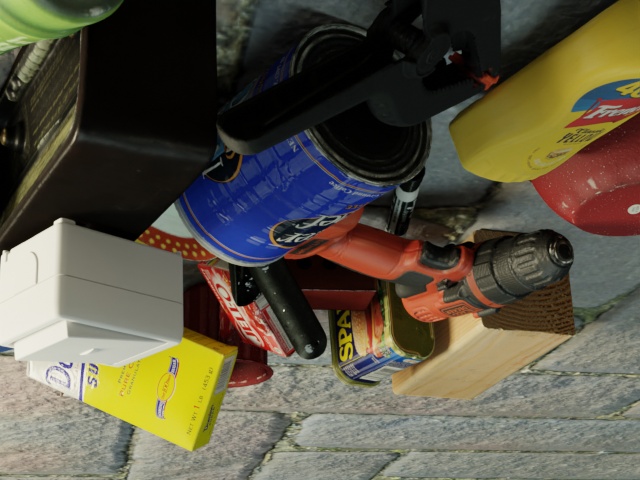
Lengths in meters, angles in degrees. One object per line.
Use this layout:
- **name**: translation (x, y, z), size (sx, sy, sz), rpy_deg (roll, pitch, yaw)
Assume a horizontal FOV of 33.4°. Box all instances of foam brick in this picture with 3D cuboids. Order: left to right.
- **foam brick**: translation (0.004, 0.028, 0.913), size (0.078, 0.053, 0.051), rpy_deg (1, 157, -9)

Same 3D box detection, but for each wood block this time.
- **wood block**: translation (0.141, 0.074, 0.983), size (0.090, 0.091, 0.206), rpy_deg (6, 156, -16)

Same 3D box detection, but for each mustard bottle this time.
- **mustard bottle**: translation (0.168, -0.098, 0.624), size (0.096, 0.058, 0.192), rpy_deg (-6, 161, -36)

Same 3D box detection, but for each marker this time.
- **marker**: translation (0.064, -0.030, 0.826), size (0.020, 0.020, 0.121), rpy_deg (-1, 156, -3)

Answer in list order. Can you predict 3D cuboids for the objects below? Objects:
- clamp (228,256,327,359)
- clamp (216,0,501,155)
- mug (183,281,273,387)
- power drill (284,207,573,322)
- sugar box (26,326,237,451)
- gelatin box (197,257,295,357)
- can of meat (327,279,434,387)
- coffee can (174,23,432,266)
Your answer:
- **clamp**: translation (-0.055, 0.001, 0.780), size (0.039, 0.171, 0.120), rpy_deg (-31, -157, -26)
- **clamp**: translation (0.038, -0.098, 0.556), size (0.165, 0.036, 0.209), rpy_deg (-52, 156, 10)
- **mug**: translation (-0.090, 0.083, 0.996), size (0.093, 0.081, 0.117), rpy_deg (0, 157, -5)
- **power drill**: translation (0.070, 0.006, 0.802), size (0.187, 0.057, 0.185), rpy_deg (24, 154, -23)
- **sugar box**: translation (-0.168, 0.108, 0.943), size (0.176, 0.093, 0.048), rpy_deg (20, -174, 13)
- **gelatin box**: translation (-0.058, 0.053, 0.904), size (0.073, 0.030, 0.089), rpy_deg (11, 134, 55)
- **can of meat**: translation (0.054, 0.071, 0.957), size (0.057, 0.102, 0.084), rpy_deg (13, 150, -33)
- **coffee can**: translation (-0.015, -0.054, 0.657), size (0.102, 0.103, 0.141), rpy_deg (14, 152, -33)
